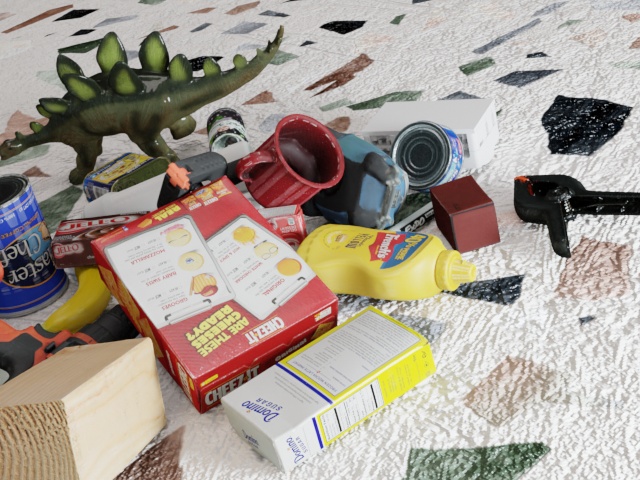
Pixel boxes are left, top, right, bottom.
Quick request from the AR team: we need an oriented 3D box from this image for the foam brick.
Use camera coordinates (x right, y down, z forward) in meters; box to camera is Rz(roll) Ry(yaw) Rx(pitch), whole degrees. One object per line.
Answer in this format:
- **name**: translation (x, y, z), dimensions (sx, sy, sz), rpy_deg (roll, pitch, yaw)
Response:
- **foam brick**: translation (0.158, -0.029, 1.174), dimensions (0.053, 0.051, 0.078), rpy_deg (-17, 28, -3)

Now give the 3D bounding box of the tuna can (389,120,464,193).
- **tuna can**: translation (0.126, -0.100, 1.277), dimensions (0.086, 0.086, 0.033), rpy_deg (6, -1, 33)

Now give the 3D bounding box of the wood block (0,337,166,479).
- **wood block**: translation (-0.210, 0.153, 0.905), dimensions (0.091, 0.090, 0.206), rpy_deg (-9, 6, 10)

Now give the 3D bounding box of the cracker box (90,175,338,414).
- **cracker box**: translation (-0.108, 0.049, 1.073), dimensions (0.164, 0.072, 0.214), rpy_deg (-28, 52, -21)

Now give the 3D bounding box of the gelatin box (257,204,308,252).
- **gelatin box**: translation (-0.058, 0.001, 1.197), dimensions (0.089, 0.073, 0.030), rpy_deg (-6, 30, 13)

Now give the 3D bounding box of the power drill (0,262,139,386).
- **power drill**: translation (-0.297, 0.085, 1.086), dimensions (0.188, 0.057, 0.184), rpy_deg (34, 48, 12)

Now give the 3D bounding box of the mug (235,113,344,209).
- **mug**: translation (-0.043, -0.081, 1.191), dimensions (0.117, 0.093, 0.082), rpy_deg (-5, -22, -40)

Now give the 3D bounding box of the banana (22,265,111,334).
- **banana**: translation (-0.272, 0.061, 1.209), dimensions (0.069, 0.037, 0.197), rpy_deg (11, 21, 2)

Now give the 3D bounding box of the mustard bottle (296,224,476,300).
- **mustard bottle**: translation (0.072, 0.025, 1.111), dimensions (0.192, 0.058, 0.096), rpy_deg (6, 29, 32)

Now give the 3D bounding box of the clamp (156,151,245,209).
- **clamp**: translation (-0.130, -0.062, 1.212), dimensions (0.164, 0.036, 0.210), rpy_deg (-44, -10, -7)

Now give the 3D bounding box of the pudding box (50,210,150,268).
- **pudding box**: translation (-0.258, -0.002, 1.271), dimensions (0.113, 0.039, 0.090), rpy_deg (-5, 19, -4)

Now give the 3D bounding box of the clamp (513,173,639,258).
- **clamp**: translation (0.273, -0.040, 1.154), dimensions (0.120, 0.039, 0.171), rpy_deg (-18, 28, -9)

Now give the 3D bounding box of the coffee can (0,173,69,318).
- **coffee can**: translation (-0.370, 0.006, 1.263), dimensions (0.103, 0.140, 0.103), rpy_deg (-11, 29, 6)

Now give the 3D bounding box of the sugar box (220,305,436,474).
- **sugar box**: translation (0.008, 0.131, 0.964), dimensions (0.176, 0.048, 0.093), rpy_deg (-32, 33, -22)

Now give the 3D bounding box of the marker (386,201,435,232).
- **marker**: translation (0.100, -0.018, 1.214), dimensions (0.121, 0.020, 0.020), rpy_deg (-31, 33, -28)

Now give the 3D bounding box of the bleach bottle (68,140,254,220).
- **bleach bottle**: translation (-0.198, -0.054, 1.363), dimensions (0.251, 0.068, 0.102), rpy_deg (-19, -7, 4)

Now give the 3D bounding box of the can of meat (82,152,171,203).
- **can of meat**: translation (-0.261, -0.078, 1.453), dimensions (0.101, 0.057, 0.084), rpy_deg (-34, 32, -32)
